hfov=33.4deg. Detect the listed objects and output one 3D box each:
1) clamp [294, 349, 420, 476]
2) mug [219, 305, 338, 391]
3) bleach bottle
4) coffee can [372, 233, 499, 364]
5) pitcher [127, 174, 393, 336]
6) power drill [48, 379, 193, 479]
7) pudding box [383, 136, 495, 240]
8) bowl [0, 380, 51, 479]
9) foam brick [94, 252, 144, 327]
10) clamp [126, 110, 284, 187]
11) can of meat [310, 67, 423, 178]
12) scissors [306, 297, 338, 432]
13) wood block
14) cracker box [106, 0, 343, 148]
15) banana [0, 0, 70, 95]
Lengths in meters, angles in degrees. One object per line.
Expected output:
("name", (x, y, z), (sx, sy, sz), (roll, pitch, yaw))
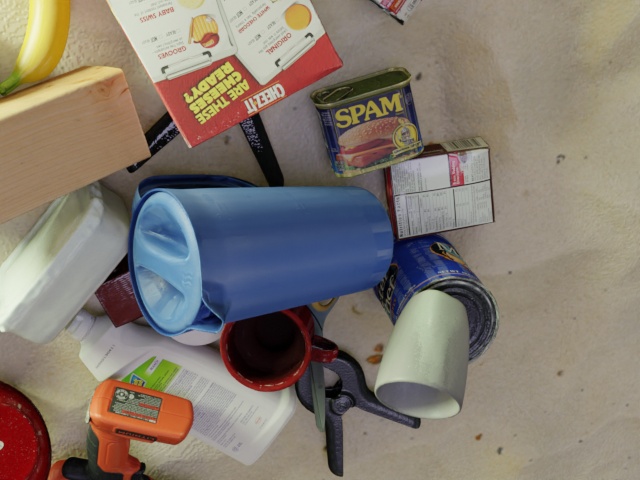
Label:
("clamp", (0.019, 0.188, 1.204), (0.120, 0.039, 0.171), (-44, 105, 3))
("mug", (-0.038, 0.102, 1.102), (0.117, 0.081, 0.093), (10, 102, 5))
("bleach bottle", (-0.154, 0.141, 1.144), (0.250, 0.068, 0.103), (34, 102, -17))
("coffee can", (0.116, 0.059, 1.117), (0.102, 0.140, 0.103), (-3, 111, -9))
("pitcher", (-0.057, 0.001, 1.025), (0.242, 0.145, 0.149), (-7, 91, -37))
("power drill", (-0.192, 0.239, 1.142), (0.184, 0.057, 0.188), (15, 129, -10))
("pudding box", (0.126, -0.055, 1.132), (0.113, 0.039, 0.090), (-9, 112, -5))
("bowl", (-0.341, 0.216, 1.090), (0.161, 0.055, 0.162), (14, 66, -34))
("foam brick", (-0.198, 0.043, 1.090), (0.053, 0.078, 0.051), (-25, 114, 0))
("clamp", (-0.087, -0.144, 1.061), (0.164, 0.036, 0.210), (15, 107, -21))
("can of meat", (0.049, -0.119, 1.085), (0.102, 0.057, 0.084), (-17, 115, -3))
("scissors", (-0.025, 0.102, 1.152), (0.096, 0.016, 0.202), (10, 93, -4))
("wood block", (-0.275, -0.083, 0.977), (0.205, 0.090, 0.091), (-29, 116, -29))
("cracker box", (-0.101, -0.219, 0.973), (0.164, 0.072, 0.213), (-28, 110, 2))
("banana", (-0.261, -0.232, 0.985), (0.037, 0.069, 0.198), (11, 104, 27))
